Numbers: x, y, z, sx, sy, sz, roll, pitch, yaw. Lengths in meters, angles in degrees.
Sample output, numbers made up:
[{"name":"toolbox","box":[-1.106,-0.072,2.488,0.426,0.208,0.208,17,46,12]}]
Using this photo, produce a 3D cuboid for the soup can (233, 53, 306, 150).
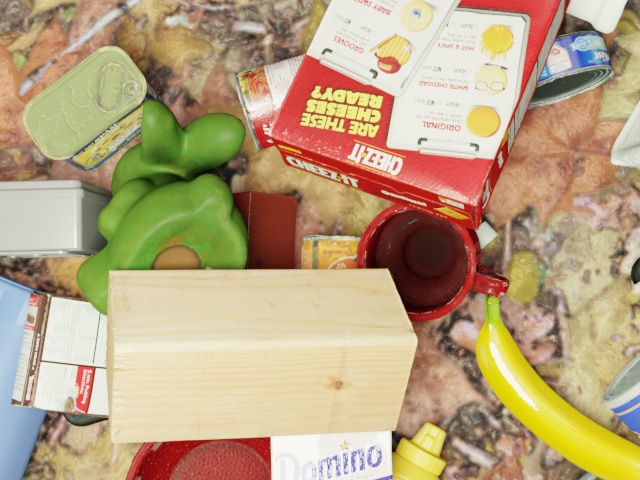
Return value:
[{"name":"soup can","box":[-0.014,-0.122,0.887,0.102,0.068,0.068,-17,84,2]}]

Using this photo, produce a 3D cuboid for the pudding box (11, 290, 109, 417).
[{"name":"pudding box","box":[-0.175,0.091,0.831,0.113,0.039,0.090,13,82,-38]}]

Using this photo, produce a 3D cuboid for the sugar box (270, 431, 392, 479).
[{"name":"sugar box","box":[0.009,0.223,0.801,0.093,0.048,0.176,-2,87,-1]}]

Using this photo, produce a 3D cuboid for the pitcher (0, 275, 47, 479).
[{"name":"pitcher","box":[-0.296,0.145,0.862,0.149,0.145,0.243,23,83,-6]}]

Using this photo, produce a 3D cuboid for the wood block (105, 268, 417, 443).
[{"name":"wood block","box":[-0.047,0.080,0.765,0.206,0.090,0.091,0,124,-14]}]

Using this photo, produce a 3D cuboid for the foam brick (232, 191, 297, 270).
[{"name":"foam brick","box":[-0.056,0.001,0.876,0.051,0.052,0.078,-3,82,47]}]

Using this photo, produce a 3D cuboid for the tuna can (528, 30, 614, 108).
[{"name":"tuna can","box":[0.191,-0.137,0.863,0.086,0.086,0.034,-16,82,3]}]

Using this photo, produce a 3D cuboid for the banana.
[{"name":"banana","box":[0.186,0.133,0.843,0.037,0.070,0.198,-35,69,-28]}]

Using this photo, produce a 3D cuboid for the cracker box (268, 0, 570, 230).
[{"name":"cracker box","box":[0.081,-0.135,0.804,0.164,0.072,0.213,20,78,17]}]

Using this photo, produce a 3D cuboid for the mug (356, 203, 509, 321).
[{"name":"mug","box":[0.094,0.017,0.848,0.117,0.081,0.093,18,100,14]}]

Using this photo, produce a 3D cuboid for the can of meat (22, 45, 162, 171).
[{"name":"can of meat","box":[-0.185,-0.106,0.890,0.102,0.084,0.057,-38,83,0]}]

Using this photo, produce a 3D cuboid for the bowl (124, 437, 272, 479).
[{"name":"bowl","box":[-0.076,0.206,0.845,0.162,0.055,0.162,1,86,-10]}]
